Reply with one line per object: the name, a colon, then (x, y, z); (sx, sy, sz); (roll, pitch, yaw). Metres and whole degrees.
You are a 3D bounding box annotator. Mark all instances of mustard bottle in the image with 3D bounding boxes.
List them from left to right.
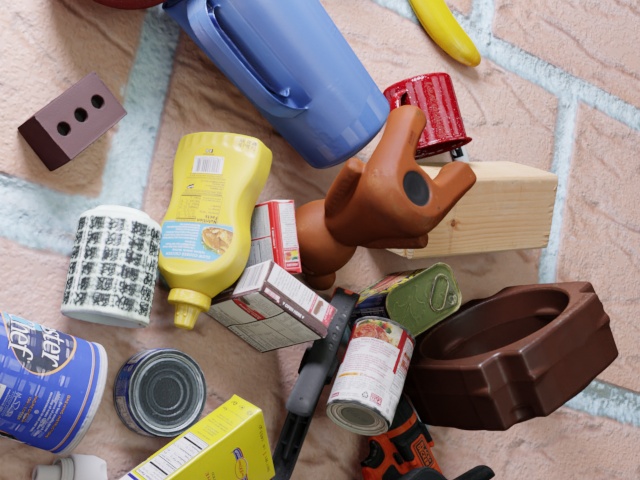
mustard bottle: (-0.111, -0.008, 1.036); (0.058, 0.096, 0.191); (42, 56, -62)

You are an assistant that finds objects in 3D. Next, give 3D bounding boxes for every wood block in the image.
wood block: (0.162, -0.038, 1.213); (0.205, 0.090, 0.091); (-3, 107, -35)

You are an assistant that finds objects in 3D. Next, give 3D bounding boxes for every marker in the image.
marker: (0.163, -0.118, 1.282); (0.020, 0.020, 0.121); (-19, 94, -34)

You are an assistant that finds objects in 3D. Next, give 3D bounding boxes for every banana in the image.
banana: (0.135, -0.293, 1.278); (0.069, 0.037, 0.198); (-29, 100, -32)

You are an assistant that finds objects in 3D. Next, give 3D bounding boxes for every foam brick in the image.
foam brick: (-0.232, -0.111, 0.995); (0.078, 0.051, 0.053); (-47, 108, -29)

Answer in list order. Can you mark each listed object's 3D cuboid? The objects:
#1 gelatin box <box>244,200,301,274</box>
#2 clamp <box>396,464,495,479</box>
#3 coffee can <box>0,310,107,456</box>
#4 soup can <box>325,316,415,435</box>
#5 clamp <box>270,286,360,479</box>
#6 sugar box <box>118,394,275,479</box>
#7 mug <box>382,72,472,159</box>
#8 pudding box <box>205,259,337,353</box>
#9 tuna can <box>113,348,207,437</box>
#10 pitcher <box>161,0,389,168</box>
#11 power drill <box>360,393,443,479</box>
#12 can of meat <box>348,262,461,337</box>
gelatin box: (-0.057, 0.001, 1.074); (0.030, 0.089, 0.073); (-3, 85, -36)
clamp: (0.133, 0.276, 1.132); (0.171, 0.039, 0.120); (34, 46, -34)
coffee can: (-0.268, 0.115, 0.907); (0.140, 0.103, 0.103); (25, 70, -29)
soup can: (0.051, 0.138, 1.083); (0.068, 0.069, 0.102); (38, 53, -24)
clamp: (-0.006, 0.138, 1.090); (0.036, 0.165, 0.209); (21, 46, 3)
sugar box: (-0.124, 0.232, 1.001); (0.176, 0.048, 0.093); (-36, 132, -34)
mug: (0.111, -0.140, 1.204); (0.117, 0.093, 0.081); (-7, 82, -55)
pudding box: (-0.053, 0.067, 1.052); (0.090, 0.114, 0.039); (37, 59, -25)
tuna can: (-0.152, 0.146, 1.022); (0.086, 0.034, 0.086); (6, 80, -33)
pitcher: (-0.040, -0.187, 1.088); (0.149, 0.145, 0.242); (-47, 112, -14)
power drill: (0.044, 0.242, 1.118); (0.187, 0.057, 0.184); (-38, 105, -37)
can of meat: (0.088, 0.069, 1.165); (0.101, 0.084, 0.057); (-28, 99, -34)
